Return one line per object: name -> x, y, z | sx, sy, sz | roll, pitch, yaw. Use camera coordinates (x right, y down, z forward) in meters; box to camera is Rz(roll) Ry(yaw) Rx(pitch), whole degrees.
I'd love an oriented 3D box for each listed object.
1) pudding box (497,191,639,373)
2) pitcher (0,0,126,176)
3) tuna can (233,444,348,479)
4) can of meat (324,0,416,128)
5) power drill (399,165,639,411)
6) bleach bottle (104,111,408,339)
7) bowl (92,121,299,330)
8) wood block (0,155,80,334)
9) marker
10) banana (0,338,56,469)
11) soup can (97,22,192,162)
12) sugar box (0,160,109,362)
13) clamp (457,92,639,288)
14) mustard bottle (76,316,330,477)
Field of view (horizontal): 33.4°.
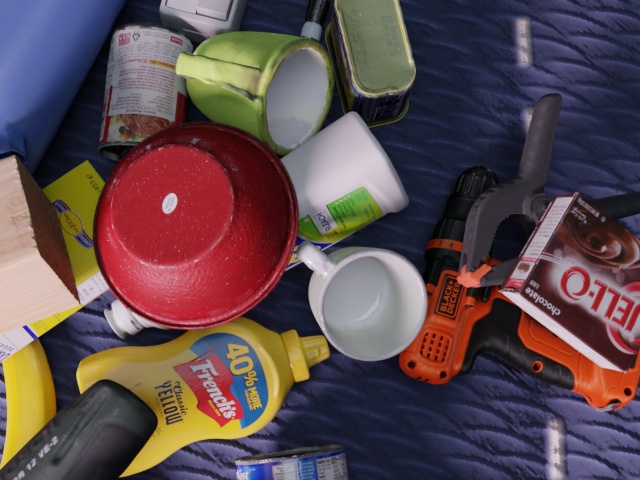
pudding box -> 0.201, 0.032, 0.796 | 0.113, 0.039, 0.090 | 34, 79, -13
pitcher -> -0.246, -0.163, 0.847 | 0.149, 0.145, 0.242 | 29, 75, -6
tuna can -> -0.022, 0.178, 0.814 | 0.086, 0.086, 0.034 | -7, 83, -3
can of meat -> 0.041, -0.153, 0.872 | 0.057, 0.084, 0.102 | -13, 81, -4
power drill -> 0.171, 0.046, 0.859 | 0.187, 0.057, 0.184 | 18, 78, 3
bleach bottle -> -0.056, 0.001, 0.846 | 0.251, 0.102, 0.068 | -33, 64, 2
bowl -> -0.100, -0.018, 0.776 | 0.162, 0.055, 0.162 | -3, 76, 11
wood block -> -0.292, 0.028, 0.768 | 0.206, 0.091, 0.090 | -20, 63, -2
marker -> -0.014, -0.152, 0.903 | 0.020, 0.020, 0.121 | 14, 81, 0
banana -> -0.242, 0.159, 0.834 | 0.069, 0.037, 0.198 | 14, 80, 1
soup can -> -0.141, -0.117, 0.868 | 0.068, 0.068, 0.102 | 5, 80, -1
sugar box -> -0.230, 0.023, 0.838 | 0.176, 0.048, 0.093 | -35, 64, -13
clamp -> 0.178, -0.019, 0.831 | 0.120, 0.039, 0.171 | 37, 78, 4
mustard bottle -> -0.085, 0.111, 0.836 | 0.191, 0.058, 0.096 | -17, 97, -6
